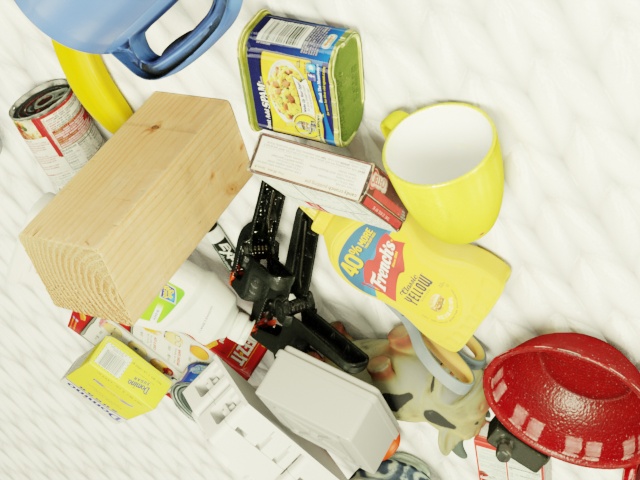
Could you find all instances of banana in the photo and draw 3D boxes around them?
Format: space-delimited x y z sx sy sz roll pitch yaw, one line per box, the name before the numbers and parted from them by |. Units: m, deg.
banana | -0.211 -0.170 0.979 0.070 0.037 0.198 20 141 20

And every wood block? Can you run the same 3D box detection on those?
wood block | -0.156 -0.034 0.944 0.091 0.205 0.090 11 137 28

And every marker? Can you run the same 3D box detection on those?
marker | -0.097 0.012 1.105 0.020 0.020 0.121 -4 128 40

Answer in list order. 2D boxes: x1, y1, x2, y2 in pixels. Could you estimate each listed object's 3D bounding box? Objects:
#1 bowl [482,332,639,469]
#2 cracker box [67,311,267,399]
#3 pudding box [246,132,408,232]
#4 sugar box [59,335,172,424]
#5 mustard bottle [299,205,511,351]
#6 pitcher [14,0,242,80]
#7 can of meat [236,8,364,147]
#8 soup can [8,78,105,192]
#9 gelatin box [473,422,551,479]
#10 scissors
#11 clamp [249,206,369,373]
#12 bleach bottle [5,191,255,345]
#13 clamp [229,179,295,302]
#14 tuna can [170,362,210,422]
bowl | 0.230 0.133 0.956 0.162 0.055 0.162 21 141 18
cracker box | -0.174 0.103 1.221 0.213 0.072 0.164 34 145 0
pudding box | 0.009 -0.048 0.882 0.114 0.039 0.090 16 171 28
sugar box | -0.244 0.168 1.253 0.093 0.048 0.176 39 151 -9
mustard bottle | 0.065 0.013 0.946 0.191 0.058 0.096 33 129 5
pitcher | -0.112 -0.231 0.763 0.149 0.145 0.243 24 149 -33
can of meat | -0.013 -0.128 0.857 0.084 0.057 0.102 15 139 22
soup can | -0.254 -0.100 1.063 0.069 0.068 0.102 3 133 36
gelatin box | 0.201 0.232 1.108 0.073 0.030 0.089 12 137 26
scissors | 0.086 0.061 1.007 0.016 0.096 0.202 -52 61 29
clamp | -0.025 0.056 1.055 0.210 0.036 0.164 -20 82 63
bleach bottle | -0.189 0.047 1.099 0.251 0.068 0.103 26 120 -3
clamp | -0.057 0.001 1.022 0.039 0.120 0.172 10 165 -17
tuna can | -0.119 0.173 1.169 0.086 0.033 0.086 21 143 16
